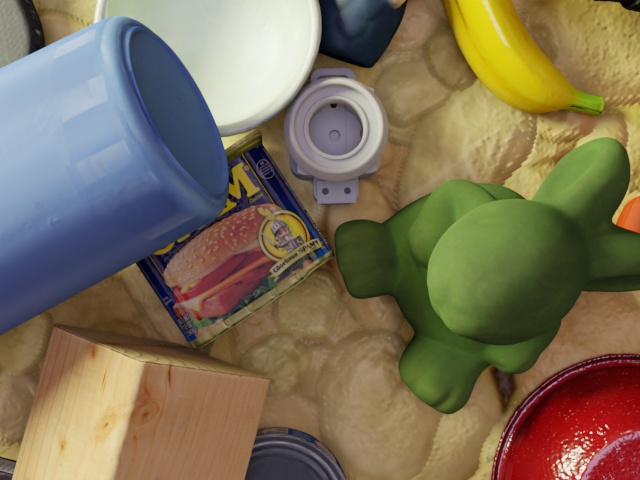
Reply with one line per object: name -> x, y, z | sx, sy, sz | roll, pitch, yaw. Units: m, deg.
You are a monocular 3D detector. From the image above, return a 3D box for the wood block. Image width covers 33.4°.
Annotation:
wood block -> -0.111, 0.158, 0.567 | 0.090, 0.090, 0.206 | 16, 88, -43

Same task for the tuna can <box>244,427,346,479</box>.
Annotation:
tuna can -> -0.025, 0.151, 0.611 | 0.086, 0.034, 0.086 | 0, 88, -1

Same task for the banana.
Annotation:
banana -> 0.098, -0.153, 0.621 | 0.069, 0.037, 0.198 | -23, 92, -31

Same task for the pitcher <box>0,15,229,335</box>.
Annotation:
pitcher -> -0.178, -0.021, 0.530 | 0.243, 0.149, 0.145 | -24, 73, 14

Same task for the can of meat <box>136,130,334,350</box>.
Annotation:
can of meat -> -0.054, 0.001, 0.604 | 0.102, 0.057, 0.084 | -33, 92, -1
